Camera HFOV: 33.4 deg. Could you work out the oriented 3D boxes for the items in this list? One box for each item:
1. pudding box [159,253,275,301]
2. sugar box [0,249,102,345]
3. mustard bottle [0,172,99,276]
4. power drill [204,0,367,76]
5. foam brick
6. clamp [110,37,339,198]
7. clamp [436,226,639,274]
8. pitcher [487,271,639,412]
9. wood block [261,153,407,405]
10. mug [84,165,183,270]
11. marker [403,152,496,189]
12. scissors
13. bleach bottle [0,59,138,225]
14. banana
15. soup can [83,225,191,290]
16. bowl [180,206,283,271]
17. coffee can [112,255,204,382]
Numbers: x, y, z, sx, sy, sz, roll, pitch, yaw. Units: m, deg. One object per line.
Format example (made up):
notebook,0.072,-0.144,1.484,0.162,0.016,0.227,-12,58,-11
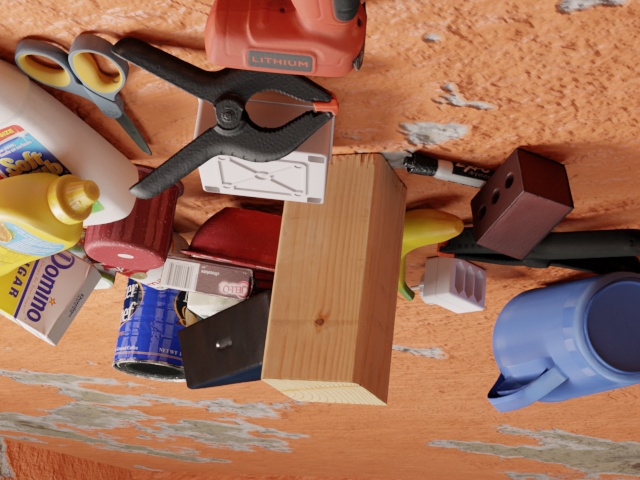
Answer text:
pudding box,-0.101,0.043,1.148,0.114,0.039,0.089,10,178,26
sugar box,-0.333,0.028,1.137,0.176,0.093,0.048,27,164,12
mustard bottle,-0.264,-0.015,0.923,0.192,0.058,0.096,-18,149,32
power drill,-0.037,-0.166,0.621,0.184,0.057,0.188,6,161,1
foam brick,0.170,-0.031,0.911,0.051,0.053,0.078,16,137,-19
clamp,-0.075,-0.105,0.796,0.171,0.120,0.039,-13,-159,2
clamp,0.220,0.007,1.053,0.210,0.036,0.164,5,170,9
pitcher,0.268,0.108,1.116,0.145,0.149,0.243,5,170,-6
wood block,0.015,0.035,0.956,0.091,0.206,0.090,-1,160,22
mug,-0.183,-0.016,1.066,0.093,0.081,0.117,-1,160,21
marker,0.130,-0.057,0.938,0.121,0.020,0.020,12,160,-14
scissors,-0.192,-0.117,0.880,0.096,0.016,0.202,9,161,-2
bleach bottle,-0.255,-0.090,0.910,0.103,0.068,0.250,-4,157,20
banana,0.090,0.005,1.088,0.069,0.037,0.198,24,157,1
soup can,-0.199,0.009,1.167,0.069,0.068,0.102,-6,158,34
bowl,-0.057,0.001,1.078,0.162,0.055,0.162,11,178,0
coffee can,-0.189,0.091,1.286,0.103,0.140,0.103,6,161,2
